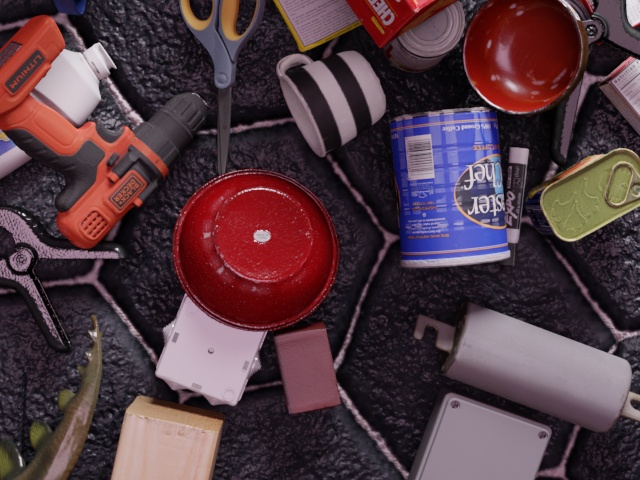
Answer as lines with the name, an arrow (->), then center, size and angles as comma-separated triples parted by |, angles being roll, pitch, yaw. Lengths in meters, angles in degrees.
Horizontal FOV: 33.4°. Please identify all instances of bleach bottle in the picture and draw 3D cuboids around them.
bleach bottle -> -0.310, -0.114, 1.005 | 0.251, 0.068, 0.102 | -33, 95, -3

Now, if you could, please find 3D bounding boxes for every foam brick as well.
foam brick -> -0.013, 0.122, 1.028 | 0.051, 0.053, 0.078 | -12, 94, -2

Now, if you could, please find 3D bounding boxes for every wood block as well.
wood block -> -0.157, 0.262, 1.010 | 0.090, 0.091, 0.206 | 13, 92, -2

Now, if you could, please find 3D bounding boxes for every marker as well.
marker -> 0.189, -0.030, 1.046 | 0.020, 0.020, 0.121 | 5, 92, -2

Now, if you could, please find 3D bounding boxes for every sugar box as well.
sugar box -> -0.018, -0.268, 0.972 | 0.093, 0.048, 0.176 | -24, 120, 11

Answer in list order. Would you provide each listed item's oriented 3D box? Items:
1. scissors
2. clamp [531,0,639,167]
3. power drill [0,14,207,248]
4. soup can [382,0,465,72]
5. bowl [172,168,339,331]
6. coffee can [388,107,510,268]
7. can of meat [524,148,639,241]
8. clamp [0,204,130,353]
scissors -> -0.107, -0.169, 1.029 | 0.096, 0.016, 0.202 | 23, 106, 19
clamp -> 0.245, -0.184, 0.997 | 0.164, 0.036, 0.210 | -34, 90, 6
power drill -> -0.211, -0.111, 0.968 | 0.184, 0.057, 0.187 | -50, 123, -13
soup can -> 0.094, -0.196, 0.994 | 0.068, 0.102, 0.068 | 0, 92, -2
bowl -> -0.057, 0.001, 0.996 | 0.162, 0.055, 0.162 | 3, 74, -9
coffee can -> 0.120, -0.049, 1.001 | 0.103, 0.103, 0.140 | -5, 92, -2
can of meat -> 0.250, -0.043, 1.015 | 0.102, 0.084, 0.057 | -29, 93, -1
clamp -> -0.282, 0.029, 1.023 | 0.171, 0.039, 0.120 | 24, 86, 0
